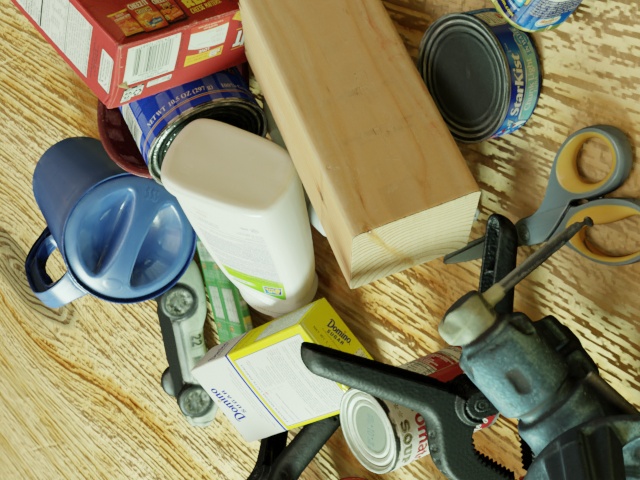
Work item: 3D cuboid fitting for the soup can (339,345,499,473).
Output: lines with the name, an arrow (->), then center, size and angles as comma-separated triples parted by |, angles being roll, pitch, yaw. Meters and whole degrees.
soup can -> 0.073, 0.123, 0.787 | 0.069, 0.102, 0.068 | 29, 128, 47

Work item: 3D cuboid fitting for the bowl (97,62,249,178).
bowl -> -0.122, -0.126, 0.966 | 0.162, 0.055, 0.162 | -9, 71, 26

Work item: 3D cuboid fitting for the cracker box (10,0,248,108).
cracker box -> -0.150, -0.209, 0.808 | 0.214, 0.163, 0.072 | 47, 141, 20

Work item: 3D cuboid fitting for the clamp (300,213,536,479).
clamp -> 0.092, 0.106, 0.724 | 0.210, 0.164, 0.036 | 64, 177, -18

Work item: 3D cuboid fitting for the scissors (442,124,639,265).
scissors -> 0.140, -0.025, 0.700 | 0.202, 0.016, 0.096 | 4, 106, 56

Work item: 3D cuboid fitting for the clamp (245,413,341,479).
clamp -> -0.039, 0.217, 0.976 | 0.039, 0.171, 0.120 | 32, 147, -16

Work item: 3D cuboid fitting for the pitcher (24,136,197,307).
pitcher -> -0.236, -0.027, 1.118 | 0.243, 0.149, 0.145 | -146, 59, -60

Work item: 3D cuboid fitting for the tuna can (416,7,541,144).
tuna can -> 0.103, -0.108, 0.699 | 0.086, 0.033, 0.086 | 30, 128, 47

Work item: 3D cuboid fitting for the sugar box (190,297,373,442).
sugar box -> -0.032, 0.119, 0.947 | 0.093, 0.048, 0.177 | 53, 141, -10

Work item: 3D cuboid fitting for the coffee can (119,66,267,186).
coffee can -> -0.118, -0.127, 0.870 | 0.140, 0.102, 0.103 | 61, 146, 28

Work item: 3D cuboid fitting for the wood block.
wood block -> 0.022, -0.085, 0.735 | 0.091, 0.090, 0.206 | 89, 160, -66

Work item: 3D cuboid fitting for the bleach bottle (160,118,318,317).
bleach bottle -> -0.056, 0.001, 0.885 | 0.103, 0.068, 0.251 | 22, 158, 15
